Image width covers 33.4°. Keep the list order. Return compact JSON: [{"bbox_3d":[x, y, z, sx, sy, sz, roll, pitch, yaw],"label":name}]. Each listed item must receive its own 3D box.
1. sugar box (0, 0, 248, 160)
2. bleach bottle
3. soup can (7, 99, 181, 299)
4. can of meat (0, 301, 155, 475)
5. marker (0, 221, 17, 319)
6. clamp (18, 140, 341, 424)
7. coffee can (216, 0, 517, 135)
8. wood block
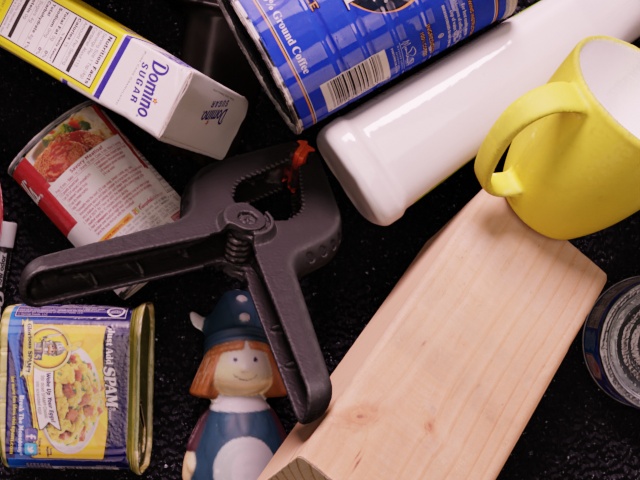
[{"bbox_3d":[-0.132,-0.108,0.600,0.176,0.093,0.048,28,95,15],"label":"sugar box"},{"bbox_3d":[0.118,-0.104,0.631,0.251,0.102,0.068,-34,95,-2],"label":"bleach bottle"},{"bbox_3d":[-0.126,-0.024,0.637,0.068,0.068,0.102,-41,92,-3],"label":"soup can"},{"bbox_3d":[-0.145,0.087,0.641,0.084,0.057,0.102,1,89,-1],"label":"can of meat"},{"bbox_3d":[-0.206,0.048,0.657,0.020,0.020,0.121,9,89,-3],"label":"marker"},{"bbox_3d":[-0.054,0.001,0.586,0.164,0.209,0.036,19,127,2],"label":"clamp"},{"bbox_3d":[0.023,-0.137,0.593,0.140,0.103,0.103,-30,91,-2],"label":"coffee can"},{"bbox_3d":[0.063,0.078,0.589,0.090,0.091,0.205,39,57,-2],"label":"wood block"}]
